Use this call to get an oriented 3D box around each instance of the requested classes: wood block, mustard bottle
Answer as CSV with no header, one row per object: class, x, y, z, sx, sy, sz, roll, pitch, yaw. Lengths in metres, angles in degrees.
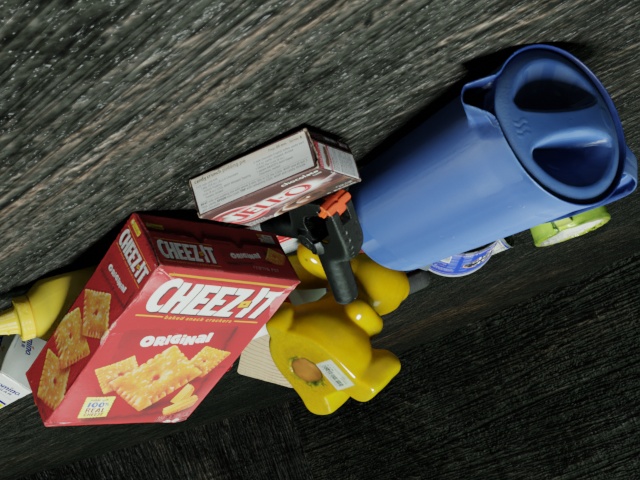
wood block,-0.039,0.132,1.443,0.090,0.091,0.206,14,-177,8
mustard bottle,-0.212,0.055,1.010,0.191,0.058,0.096,-15,162,-23

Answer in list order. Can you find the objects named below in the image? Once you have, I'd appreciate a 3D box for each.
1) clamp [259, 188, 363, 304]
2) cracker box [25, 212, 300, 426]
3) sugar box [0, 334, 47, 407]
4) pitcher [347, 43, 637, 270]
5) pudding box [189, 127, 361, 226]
clamp,-0.008,-0.011,0.977,0.039,0.120,0.171,-50,166,-24
cracker box,-0.144,0.080,0.971,0.163,0.072,0.214,8,131,-45
sugar box,-0.343,0.134,1.079,0.177,0.093,0.048,-31,123,35
pitcher,0.136,-0.052,0.909,0.144,0.149,0.243,-34,-178,-36
pudding box,-0.036,-0.049,0.866,0.114,0.039,0.090,-24,168,21
